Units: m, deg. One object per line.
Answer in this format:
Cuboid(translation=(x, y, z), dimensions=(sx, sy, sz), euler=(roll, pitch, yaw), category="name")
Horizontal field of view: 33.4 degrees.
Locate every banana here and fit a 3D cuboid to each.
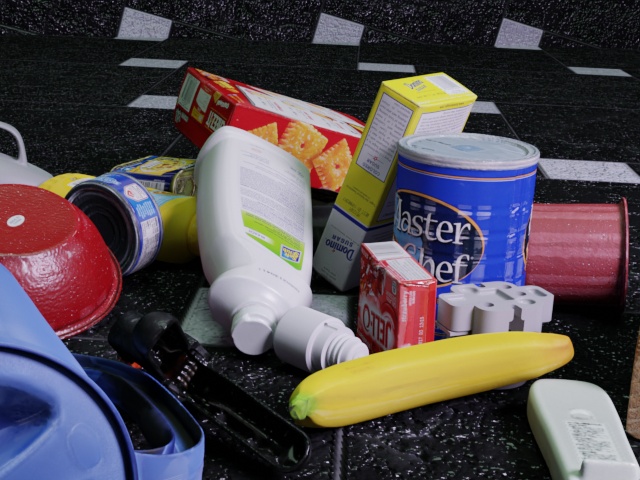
Cuboid(translation=(0.059, 0.086, 0.648), dimensions=(0.197, 0.037, 0.070), euler=(-11, 8, -26), category="banana")

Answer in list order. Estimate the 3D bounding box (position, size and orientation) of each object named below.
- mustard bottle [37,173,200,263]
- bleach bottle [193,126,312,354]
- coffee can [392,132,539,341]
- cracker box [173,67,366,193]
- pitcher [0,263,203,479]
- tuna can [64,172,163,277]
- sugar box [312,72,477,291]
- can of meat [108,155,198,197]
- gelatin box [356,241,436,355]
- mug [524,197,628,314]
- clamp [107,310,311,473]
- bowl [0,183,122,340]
Cuboid(translation=(-0.160, -0.017, 0.948), dimensions=(0.192, 0.058, 0.096), euler=(10, 17, 25), category="mustard bottle")
Cuboid(translation=(-0.055, 0.001, 0.825), dimensions=(0.102, 0.068, 0.251), euler=(25, 26, -14), category="bleach bottle")
Cuboid(translation=(0.103, -0.002, 0.791), dimensions=(0.103, 0.140, 0.103), euler=(2, 16, -1), category="coffee can")
Cuboid(translation=(-0.030, -0.105, 1.115), dimensions=(0.213, 0.072, 0.164), euler=(13, 14, -29), category="cracker box")
Cuboid(translation=(-0.169, 0.078, 0.518), dimensions=(0.145, 0.149, 0.243), euler=(-44, 25, -7), category="pitcher")
Cuboid(translation=(-0.173, -0.011, 0.877), dimensions=(0.086, 0.086, 0.033), euler=(11, 20, 27), category="tuna can")
Cuboid(translation=(0.059, -0.048, 0.876), dimensions=(0.048, 0.176, 0.093), euler=(39, 32, 25), category="sugar box")
Cuboid(translation=(-0.154, -0.051, 1.069), dimensions=(0.084, 0.057, 0.102), euler=(8, 16, 24), category="can of meat")
Cuboid(translation=(0.050, 0.048, 0.732), dimensions=(0.030, 0.073, 0.089), euler=(-3, 18, -14), category="gelatin box")
Cuboid(translation=(0.204, 0.009, 0.867), dimensions=(0.081, 0.093, 0.117), euler=(1, 12, 11), category="mug")
Cuboid(translation=(-0.071, 0.081, 0.611), dimensions=(0.039, 0.120, 0.172), euler=(-44, 13, -13), category="clamp")
Cuboid(translation=(-0.224, 0.006, 0.780), dimensions=(0.162, 0.055, 0.162), euler=(8, 35, -6), category="bowl")
